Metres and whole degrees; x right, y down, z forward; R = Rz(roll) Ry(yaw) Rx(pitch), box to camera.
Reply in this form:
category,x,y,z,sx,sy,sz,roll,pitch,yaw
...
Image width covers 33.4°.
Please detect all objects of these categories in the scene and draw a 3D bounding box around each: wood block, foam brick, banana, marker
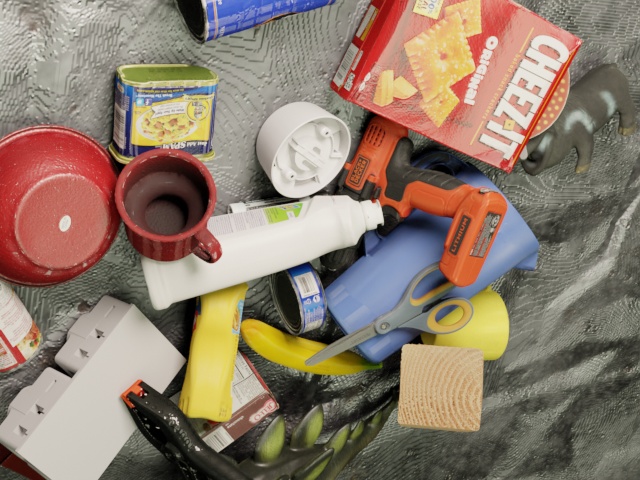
category,x,y,z,sx,sy,sz,roll,pitch,yaw
wood block,0.138,0.177,1.256,0.091,0.206,0.090,3,80,6
foam brick,-0.311,0.227,1.171,0.053,0.051,0.078,-45,130,2
banana,-0.023,0.128,1.267,0.197,0.037,0.070,17,143,-30
marker,-0.043,-0.039,1.174,0.121,0.020,0.020,-10,123,-24

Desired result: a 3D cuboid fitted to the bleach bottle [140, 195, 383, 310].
category,x,y,z,sx,sy,sz,roll,pitch,yaw
bleach bottle,-0.057,0.001,1.104,0.250,0.102,0.068,-13,114,-5

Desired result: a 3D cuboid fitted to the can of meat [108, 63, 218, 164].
category,x,y,z,sx,sy,sz,roll,pitch,yaw
can of meat,-0.151,-0.124,1.036,0.101,0.057,0.084,-6,120,-26

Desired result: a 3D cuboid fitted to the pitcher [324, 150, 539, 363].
category,x,y,z,sx,sy,sz,roll,pitch,yaw
pitcher,0.117,0.022,1.243,0.243,0.149,0.145,-39,146,2

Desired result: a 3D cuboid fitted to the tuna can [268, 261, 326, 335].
category,x,y,z,sx,sy,sz,roll,pitch,yaw
tuna can,-0.026,0.062,1.204,0.033,0.086,0.086,-17,126,-21

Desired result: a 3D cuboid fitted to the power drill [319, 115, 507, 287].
category,x,y,z,sx,sy,sz,roll,pitch,yaw
power drill,0.093,-0.023,1.149,0.057,0.188,0.184,3,113,-56

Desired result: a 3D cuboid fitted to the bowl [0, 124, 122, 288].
category,x,y,z,sx,sy,sz,roll,pitch,yaw
bowl,-0.250,-0.024,1.000,0.161,0.055,0.162,-11,112,-30

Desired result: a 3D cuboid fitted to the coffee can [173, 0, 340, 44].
category,x,y,z,sx,sy,sz,roll,pitch,yaw
coffee can,-0.060,-0.248,0.977,0.140,0.103,0.103,-20,127,-17

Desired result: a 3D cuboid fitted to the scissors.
category,x,y,z,sx,sy,sz,roll,pitch,yaw
scissors,0.087,0.101,1.189,0.202,0.016,0.096,-41,113,7

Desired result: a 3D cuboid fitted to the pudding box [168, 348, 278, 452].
category,x,y,z,sx,sy,sz,roll,pitch,yaw
pudding box,-0.115,0.189,1.232,0.113,0.090,0.039,-34,128,-5

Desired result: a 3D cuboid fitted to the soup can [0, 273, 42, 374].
category,x,y,z,sx,sy,sz,roll,pitch,yaw
soup can,-0.328,0.074,1.055,0.068,0.069,0.102,-28,129,-11

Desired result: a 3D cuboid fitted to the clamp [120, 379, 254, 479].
category,x,y,z,sx,sy,sz,roll,pitch,yaw
clamp,-0.137,0.216,1.110,0.171,0.120,0.039,52,49,-11

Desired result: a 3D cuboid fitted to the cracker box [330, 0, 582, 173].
category,x,y,z,sx,sy,sz,roll,pitch,yaw
cracker box,0.143,-0.186,1.120,0.213,0.072,0.164,21,106,-22

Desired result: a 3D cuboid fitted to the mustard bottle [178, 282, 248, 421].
category,x,y,z,sx,sy,sz,roll,pitch,yaw
mustard bottle,-0.113,0.097,1.159,0.058,0.096,0.191,8,83,-1

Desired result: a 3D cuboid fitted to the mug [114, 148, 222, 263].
category,x,y,z,sx,sy,sz,roll,pitch,yaw
mug,-0.138,-0.022,1.016,0.093,0.117,0.081,-48,172,-20
